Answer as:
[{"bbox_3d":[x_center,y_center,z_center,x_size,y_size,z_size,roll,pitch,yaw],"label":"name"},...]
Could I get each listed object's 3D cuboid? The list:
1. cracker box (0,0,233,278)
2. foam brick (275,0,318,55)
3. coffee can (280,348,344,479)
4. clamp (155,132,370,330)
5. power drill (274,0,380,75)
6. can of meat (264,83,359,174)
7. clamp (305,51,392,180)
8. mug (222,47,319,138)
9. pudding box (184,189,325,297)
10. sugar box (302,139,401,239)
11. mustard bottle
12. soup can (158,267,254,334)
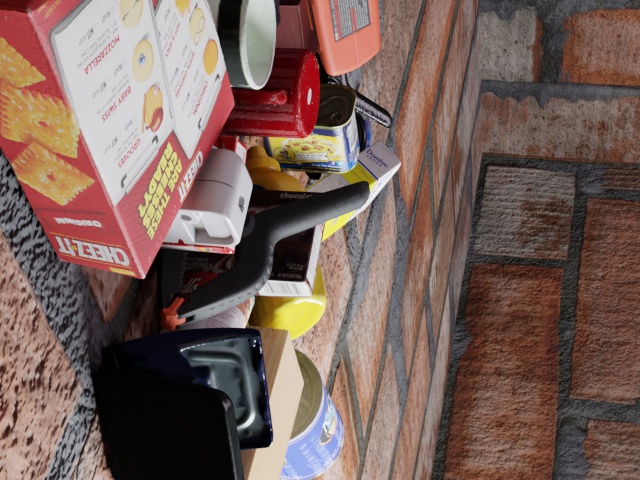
[{"bbox_3d":[-0.130,-0.108,0.643,0.214,0.072,0.164,79,27,-50],"label":"cracker box"},{"bbox_3d":[-0.036,-0.215,1.076,0.053,0.051,0.078,-68,158,-49],"label":"foam brick"},{"bbox_3d":[-0.036,0.179,1.089,0.140,0.103,0.102,69,28,-61],"label":"coffee can"},{"bbox_3d":[-0.078,-0.019,0.871,0.209,0.164,0.036,-50,168,-30],"label":"clamp"},{"bbox_3d":[-0.028,-0.213,0.879,0.057,0.188,0.184,-33,141,-17],"label":"power drill"},{"bbox_3d":[-0.011,-0.115,1.108,0.084,0.102,0.057,78,20,-55],"label":"can of meat"},{"bbox_3d":[0.012,-0.164,1.175,0.120,0.039,0.171,-31,118,-24],"label":"clamp"},{"bbox_3d":[-0.051,-0.134,0.970,0.117,0.081,0.093,-31,125,-74],"label":"mug"},{"bbox_3d":[-0.056,0.001,0.924,0.039,0.113,0.090,74,23,-60],"label":"pudding box"},{"bbox_3d":[0.016,-0.042,1.181,0.175,0.048,0.093,-34,167,-49],"label":"sugar box"},{"bbox_3d":[-0.046,-0.006,1.002,0.096,0.058,0.191,-49,-136,48],"label":"mustard bottle"},{"bbox_3d":[-0.099,0.082,0.869,0.068,0.068,0.102,78,21,-50],"label":"soup can"}]
